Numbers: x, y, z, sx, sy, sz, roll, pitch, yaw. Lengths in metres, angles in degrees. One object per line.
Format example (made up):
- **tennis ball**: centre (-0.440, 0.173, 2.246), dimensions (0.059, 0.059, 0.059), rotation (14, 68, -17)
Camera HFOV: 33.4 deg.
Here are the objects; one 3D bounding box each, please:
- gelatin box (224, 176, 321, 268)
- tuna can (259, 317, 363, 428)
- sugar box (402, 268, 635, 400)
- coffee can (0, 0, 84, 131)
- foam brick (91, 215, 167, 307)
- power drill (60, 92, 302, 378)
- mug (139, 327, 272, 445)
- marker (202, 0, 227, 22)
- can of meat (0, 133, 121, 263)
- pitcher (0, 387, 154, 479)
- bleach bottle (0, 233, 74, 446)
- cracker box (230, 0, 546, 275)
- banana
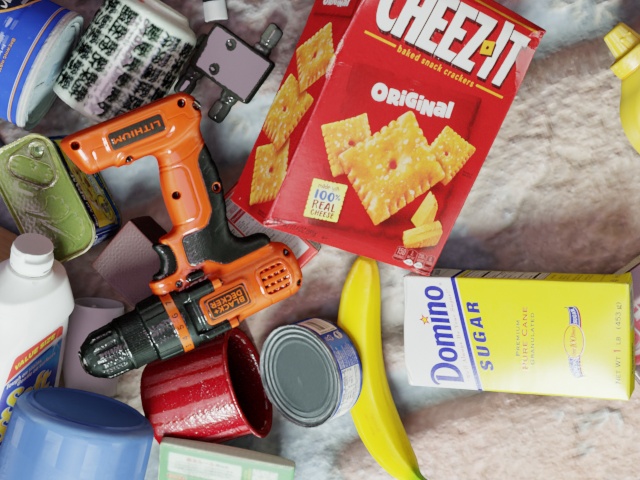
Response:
- **gelatin box**: centre (-0.056, 0.001, 0.881), dimensions (0.089, 0.030, 0.073), rotation (45, 101, -1)
- **tuna can**: centre (-0.007, 0.106, 0.867), dimensions (0.086, 0.033, 0.086), rotation (11, 107, 39)
- **sugar box**: centre (0.154, 0.071, 0.836), dimensions (0.176, 0.048, 0.093), rotation (0, 98, 21)
- **coffee can**: centre (-0.273, -0.163, 0.841), dimensions (0.140, 0.103, 0.103), rotation (26, 100, -5)
- **foam brick**: centre (-0.139, 0.025, 0.884), dimensions (0.078, 0.051, 0.053), rotation (44, 101, 0)
- **power drill**: centre (-0.125, -0.005, 0.814), dimensions (0.184, 0.057, 0.187), rotation (-26, 104, -14)
- **mug**: centre (-0.098, 0.115, 0.875), dimensions (0.081, 0.093, 0.117), rotation (-19, 81, 13)
- **marker**: centre (-0.092, -0.238, 0.860), dimensions (0.020, 0.020, 0.121), rotation (-6, 96, 7)
- **can of meat**: centre (-0.211, -0.036, 0.867), dimensions (0.057, 0.084, 0.102), rotation (-26, 94, 9)
- **pitcher**: centre (-0.218, 0.240, 0.810), dimensions (0.145, 0.149, 0.243), rotation (17, 94, 10)
- **bleach bottle**: centre (-0.251, 0.104, 0.839), dimensions (0.068, 0.102, 0.251), rotation (36, 126, 23)
- **cracker box**: centre (0.052, -0.094, 0.795), dimensions (0.164, 0.072, 0.214), rotation (18, 102, -34)
- **banana**: centre (0.046, 0.111, 0.871), dimensions (0.070, 0.037, 0.198), rotation (-18, 87, 40)
